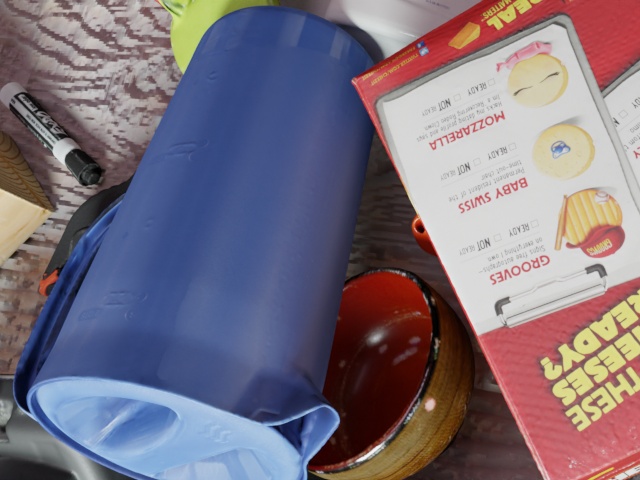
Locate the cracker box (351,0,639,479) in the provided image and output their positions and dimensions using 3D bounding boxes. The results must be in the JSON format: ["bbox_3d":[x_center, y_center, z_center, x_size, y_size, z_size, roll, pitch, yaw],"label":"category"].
[{"bbox_3d":[0.131,-0.019,0.468,0.164,0.072,0.214,-30,64,13],"label":"cracker box"}]

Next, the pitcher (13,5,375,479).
[{"bbox_3d":[-0.054,0.001,0.551,0.149,0.145,0.242,20,59,-7],"label":"pitcher"}]

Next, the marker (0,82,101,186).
[{"bbox_3d":[-0.192,-0.076,0.760,0.121,0.020,0.020,42,96,32],"label":"marker"}]

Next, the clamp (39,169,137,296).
[{"bbox_3d":[-0.115,-0.022,0.690,0.172,0.039,0.120,-27,53,21],"label":"clamp"}]
